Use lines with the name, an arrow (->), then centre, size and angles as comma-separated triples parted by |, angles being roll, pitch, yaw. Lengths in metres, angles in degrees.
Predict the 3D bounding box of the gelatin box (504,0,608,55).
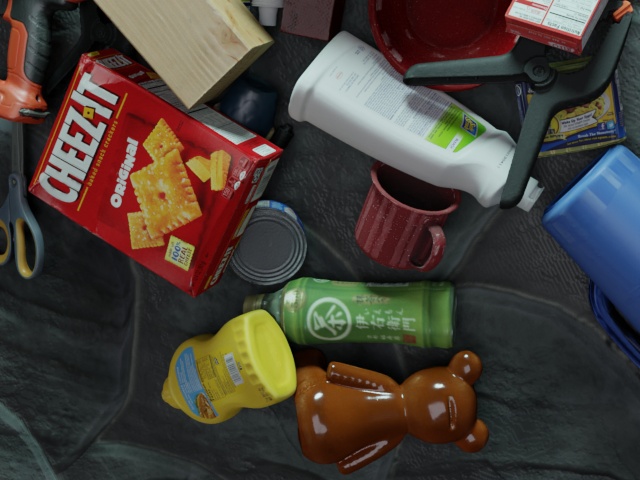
gelatin box -> 0.217, -0.217, 0.956 | 0.073, 0.030, 0.089 | 23, 76, 22

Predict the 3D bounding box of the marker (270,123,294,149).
marker -> -0.062, -0.070, 1.127 | 0.020, 0.020, 0.121 | 32, 107, 4

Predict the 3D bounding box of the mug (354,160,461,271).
mug -> 0.088, -0.018, 1.056 | 0.117, 0.093, 0.082 | 57, 140, 38

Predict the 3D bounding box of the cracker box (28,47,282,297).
cracker box -> -0.169, -0.069, 1.072 | 0.214, 0.072, 0.164 | 31, 111, 10

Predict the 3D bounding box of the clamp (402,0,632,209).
clamp -> 0.191, -0.154, 0.982 | 0.210, 0.036, 0.164 | -44, 76, 4

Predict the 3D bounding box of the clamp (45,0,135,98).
clamp -> -0.232, -0.213, 1.124 | 0.120, 0.039, 0.171 | 9, 96, 12

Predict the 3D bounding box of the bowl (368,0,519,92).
bowl -> 0.127, -0.227, 1.028 | 0.162, 0.055, 0.162 | 1, 105, 5

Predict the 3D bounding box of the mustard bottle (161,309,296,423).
mustard bottle -> -0.110, 0.144, 1.140 | 0.192, 0.058, 0.096 | -26, 85, 43

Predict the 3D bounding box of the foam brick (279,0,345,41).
foam brick -> -0.005, -0.241, 1.062 | 0.053, 0.051, 0.078 | 13, 104, 10

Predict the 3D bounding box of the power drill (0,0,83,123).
power drill -> -0.332, -0.227, 1.117 | 0.185, 0.057, 0.188 | 20, 101, 21

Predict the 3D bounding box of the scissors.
scissors -> -0.348, -0.055, 1.185 | 0.096, 0.016, 0.202 | -8, 93, 35

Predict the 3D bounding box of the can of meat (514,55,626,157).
can of meat -> 0.240, -0.130, 1.030 | 0.102, 0.057, 0.084 | -9, 102, 13

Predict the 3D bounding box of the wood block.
wood block -> -0.152, -0.238, 1.028 | 0.091, 0.090, 0.206 | -40, 93, 19

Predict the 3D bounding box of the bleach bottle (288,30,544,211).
bleach bottle -> 0.099, -0.101, 1.038 | 0.251, 0.068, 0.102 | 33, 63, 8

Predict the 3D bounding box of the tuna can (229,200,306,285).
tuna can -> -0.057, 0.001, 1.124 | 0.086, 0.034, 0.086 | 0, 110, -1
